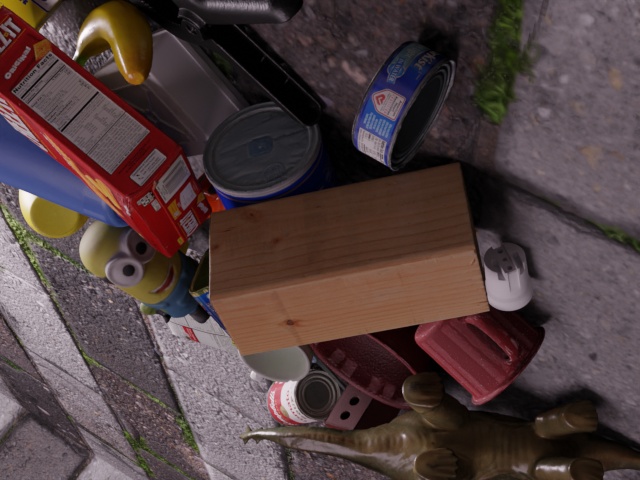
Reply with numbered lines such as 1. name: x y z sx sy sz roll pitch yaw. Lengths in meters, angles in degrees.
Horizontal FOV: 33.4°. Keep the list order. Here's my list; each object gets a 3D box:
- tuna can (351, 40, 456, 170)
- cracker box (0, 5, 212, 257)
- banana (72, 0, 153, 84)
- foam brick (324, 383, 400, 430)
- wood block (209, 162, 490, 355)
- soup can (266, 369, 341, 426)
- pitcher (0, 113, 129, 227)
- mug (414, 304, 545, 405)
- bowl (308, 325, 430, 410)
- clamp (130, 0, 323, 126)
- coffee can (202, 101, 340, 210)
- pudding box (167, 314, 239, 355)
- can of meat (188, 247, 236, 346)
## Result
1. tuna can: 0.057 -0.094 0.738 0.034 0.086 0.086 31 156 15
2. cracker box: -0.207 -0.091 0.959 0.214 0.072 0.164 38 169 14
3. banana: -0.173 -0.170 0.909 0.037 0.069 0.198 6 -173 -26
4. foam brick: 0.054 0.211 1.306 0.053 0.078 0.051 4 140 47
5. wood block: 0.023 0.017 0.854 0.206 0.090 0.091 -11 142 9
6. soup can: -0.022 0.209 1.414 0.068 0.068 0.102 41 155 -10
7. pitcher: -0.283 -0.106 1.137 0.243 0.149 0.145 24 138 18
8. mug: 0.140 0.085 0.941 0.081 0.093 0.117 42 173 -3
9. bowl: 0.060 0.113 1.145 0.162 0.055 0.162 29 155 15
10. clamp: -0.085 -0.172 0.844 0.210 0.036 0.164 29 161 24
11. coffee can: -0.032 -0.037 0.937 0.103 0.102 0.140 21 152 31
12. pudding box: -0.143 0.091 1.307 0.114 0.039 0.090 13 145 26
13. can of meat: -0.094 0.053 1.188 0.058 0.102 0.084 -27 117 25
